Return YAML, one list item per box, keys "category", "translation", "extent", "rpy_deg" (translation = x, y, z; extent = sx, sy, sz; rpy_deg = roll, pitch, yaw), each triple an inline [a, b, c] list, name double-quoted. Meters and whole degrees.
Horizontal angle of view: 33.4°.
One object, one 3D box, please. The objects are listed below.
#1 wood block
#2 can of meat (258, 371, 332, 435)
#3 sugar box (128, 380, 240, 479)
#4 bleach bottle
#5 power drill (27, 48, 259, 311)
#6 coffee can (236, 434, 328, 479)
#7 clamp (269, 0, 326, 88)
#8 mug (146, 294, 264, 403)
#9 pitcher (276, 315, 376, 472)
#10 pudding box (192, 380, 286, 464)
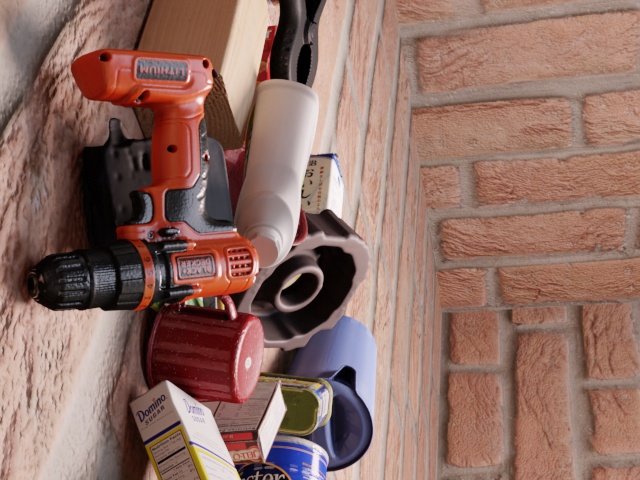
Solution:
- category: "wood block"
  translation: [-0.112, -0.185, 1.024]
  extent: [0.090, 0.091, 0.206]
  rpy_deg: [76, 15, -45]
- category: "can of meat"
  translation: [-0.043, 0.183, 1.197]
  extent: [0.084, 0.102, 0.057]
  rpy_deg: [12, 84, -81]
- category: "sugar box"
  translation: [-0.096, 0.210, 0.886]
  extent: [0.176, 0.048, 0.093]
  rpy_deg: [58, 4, 33]
- category: "bleach bottle"
  translation: [-0.042, -0.056, 0.960]
  extent: [0.250, 0.068, 0.103]
  rpy_deg: [-87, -173, -62]
- category: "power drill"
  translation: [-0.135, -0.043, 0.784]
  extent: [0.184, 0.057, 0.187]
  rpy_deg: [-5, 88, -41]
- category: "coffee can"
  translation: [-0.046, 0.296, 1.154]
  extent: [0.103, 0.103, 0.140]
  rpy_deg: [71, 19, -52]
- category: "clamp"
  translation: [-0.027, -0.231, 1.143]
  extent: [0.164, 0.036, 0.210]
  rpy_deg: [6, 94, -71]
- category: "mug"
  translation: [-0.101, 0.091, 0.958]
  extent: [0.093, 0.081, 0.117]
  rpy_deg: [-50, 144, -63]
- category: "pitcher"
  translation: [0.009, 0.203, 1.440]
  extent: [0.242, 0.149, 0.145]
  rpy_deg: [-69, 139, -69]
- category: "pudding box"
  translation: [-0.088, 0.175, 1.023]
  extent: [0.113, 0.090, 0.039]
  rpy_deg: [-64, 148, -69]
